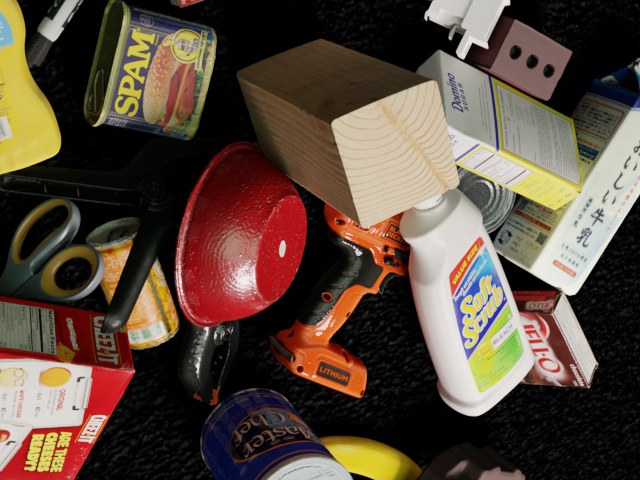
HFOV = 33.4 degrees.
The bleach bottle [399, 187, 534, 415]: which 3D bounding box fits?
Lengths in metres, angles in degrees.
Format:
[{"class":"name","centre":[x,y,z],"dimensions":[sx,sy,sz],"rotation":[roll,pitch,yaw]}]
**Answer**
[{"class":"bleach bottle","centre":[0.125,0.046,1.000],"dimensions":[0.102,0.068,0.250],"rotation":[-38,127,-17]}]

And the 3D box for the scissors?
[{"class":"scissors","centre":[-0.254,0.057,0.884],"dimensions":[0.202,0.096,0.016],"rotation":[-55,162,0]}]

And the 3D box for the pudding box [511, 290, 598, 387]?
[{"class":"pudding box","centre":[0.225,0.101,1.104],"dimensions":[0.113,0.090,0.039],"rotation":[56,51,-31]}]

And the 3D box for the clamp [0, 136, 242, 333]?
[{"class":"clamp","centre":[-0.151,-0.038,0.885],"dimensions":[0.164,0.036,0.209],"rotation":[46,56,8]}]

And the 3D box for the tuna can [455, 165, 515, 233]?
[{"class":"tuna can","centre":[0.149,-0.047,1.049],"dimensions":[0.086,0.034,0.086],"rotation":[-8,112,-22]}]

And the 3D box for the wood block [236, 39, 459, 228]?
[{"class":"wood block","centre":[0.016,-0.095,0.872],"dimensions":[0.090,0.206,0.091],"rotation":[-24,116,-16]}]

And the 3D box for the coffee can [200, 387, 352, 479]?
[{"class":"coffee can","centre":[-0.043,0.213,0.995],"dimensions":[0.102,0.140,0.103],"rotation":[-8,112,-22]}]

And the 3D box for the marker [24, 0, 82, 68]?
[{"class":"marker","centre":[-0.201,-0.189,0.847],"dimensions":[0.020,0.020,0.121],"rotation":[34,93,-30]}]

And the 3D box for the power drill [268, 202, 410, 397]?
[{"class":"power drill","centre":[0.048,0.054,1.029],"dimensions":[0.184,0.057,0.188],"rotation":[25,95,-33]}]

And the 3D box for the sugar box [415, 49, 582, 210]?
[{"class":"sugar box","centre":[0.168,-0.102,1.006],"dimensions":[0.176,0.093,0.048],"rotation":[20,142,-27]}]

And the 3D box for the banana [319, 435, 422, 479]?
[{"class":"banana","centre":[0.062,0.247,1.114],"dimensions":[0.069,0.037,0.197],"rotation":[-49,120,-4]}]

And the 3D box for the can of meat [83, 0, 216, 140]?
[{"class":"can of meat","centre":[-0.139,-0.137,0.873],"dimensions":[0.083,0.058,0.102],"rotation":[9,104,-29]}]

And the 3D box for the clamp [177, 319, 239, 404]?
[{"class":"clamp","centre":[-0.101,0.073,0.950],"dimensions":[0.120,0.039,0.171],"rotation":[-15,119,-58]}]

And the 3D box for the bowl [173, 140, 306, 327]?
[{"class":"bowl","centre":[-0.056,0.001,0.889],"dimensions":[0.161,0.055,0.162],"rotation":[-46,144,-50]}]

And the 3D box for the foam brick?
[{"class":"foam brick","centre":[0.187,-0.174,1.010],"dimensions":[0.078,0.051,0.053],"rotation":[20,99,-29]}]

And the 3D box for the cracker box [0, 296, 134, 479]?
[{"class":"cracker box","centre":[-0.281,0.117,0.861],"dimensions":[0.213,0.072,0.164],"rotation":[12,130,-28]}]

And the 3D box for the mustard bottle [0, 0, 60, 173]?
[{"class":"mustard bottle","centre":[-0.269,-0.145,0.808],"dimensions":[0.096,0.058,0.191],"rotation":[-15,115,-5]}]
